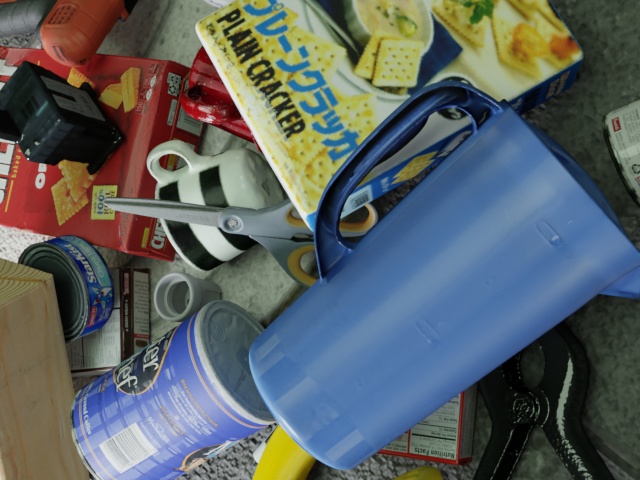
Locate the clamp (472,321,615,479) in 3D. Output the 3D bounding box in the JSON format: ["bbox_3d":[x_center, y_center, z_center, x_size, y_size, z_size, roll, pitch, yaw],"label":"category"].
[{"bbox_3d":[0.151,0.118,0.708,0.120,0.039,0.171,0,82,32],"label":"clamp"}]

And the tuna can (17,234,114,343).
[{"bbox_3d":[-0.210,0.039,0.877,0.086,0.033,0.086,11,110,33],"label":"tuna can"}]

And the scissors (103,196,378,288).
[{"bbox_3d":[-0.055,0.001,0.803,0.202,0.016,0.096,-5,118,5],"label":"scissors"}]

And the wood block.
[{"bbox_3d":[-0.262,0.127,0.871,0.091,0.090,0.206,14,121,32],"label":"wood block"}]

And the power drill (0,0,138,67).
[{"bbox_3d":[-0.242,-0.232,0.951,0.188,0.057,0.184,4,54,29],"label":"power drill"}]

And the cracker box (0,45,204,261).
[{"bbox_3d":[-0.210,-0.080,0.936,0.214,0.072,0.164,11,87,32],"label":"cracker box"}]

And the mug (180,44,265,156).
[{"bbox_3d":[-0.057,-0.115,0.830,0.082,0.117,0.093,26,128,36],"label":"mug"}]

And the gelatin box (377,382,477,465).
[{"bbox_3d":[0.073,0.111,0.762,0.073,0.030,0.089,2,86,30],"label":"gelatin box"}]

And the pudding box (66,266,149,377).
[{"bbox_3d":[-0.202,0.072,0.928,0.114,0.039,0.090,-9,79,31],"label":"pudding box"}]

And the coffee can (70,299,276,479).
[{"bbox_3d":[-0.108,0.124,0.825,0.140,0.102,0.103,-33,67,23],"label":"coffee can"}]

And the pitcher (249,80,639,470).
[{"bbox_3d":[0.066,0.027,0.681,0.243,0.144,0.149,-41,53,12],"label":"pitcher"}]

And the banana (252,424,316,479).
[{"bbox_3d":[-0.023,0.186,0.792,0.070,0.037,0.198,46,117,44],"label":"banana"}]
